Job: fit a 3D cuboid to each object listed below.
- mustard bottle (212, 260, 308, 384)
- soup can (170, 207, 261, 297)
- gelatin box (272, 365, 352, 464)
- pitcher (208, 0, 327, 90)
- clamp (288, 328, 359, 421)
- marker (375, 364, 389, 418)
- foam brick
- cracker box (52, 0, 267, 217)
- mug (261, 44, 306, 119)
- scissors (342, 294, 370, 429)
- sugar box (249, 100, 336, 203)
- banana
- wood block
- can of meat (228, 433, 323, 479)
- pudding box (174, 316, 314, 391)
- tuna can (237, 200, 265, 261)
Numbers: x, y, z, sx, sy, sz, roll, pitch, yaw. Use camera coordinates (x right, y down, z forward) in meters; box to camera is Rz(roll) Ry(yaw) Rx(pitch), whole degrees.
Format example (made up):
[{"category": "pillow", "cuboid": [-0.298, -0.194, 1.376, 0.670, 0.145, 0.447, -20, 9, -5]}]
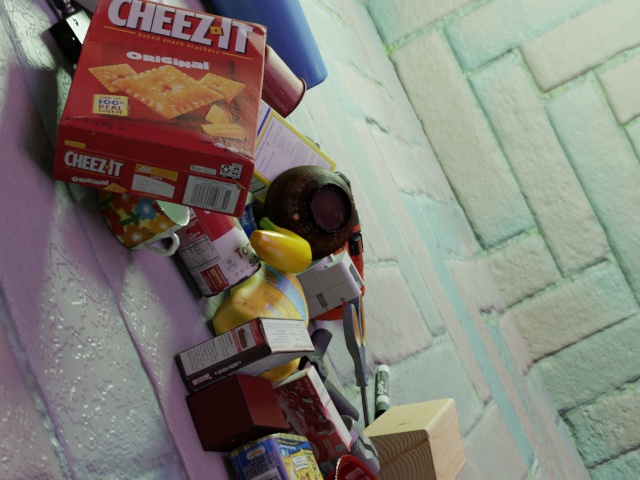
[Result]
[{"category": "mustard bottle", "cuboid": [-0.056, 0.071, 1.127, 0.096, 0.058, 0.191, 45, 18, -10]}, {"category": "soup can", "cuboid": [-0.111, -0.003, 1.052, 0.102, 0.068, 0.068, 61, 15, -11]}, {"category": "gelatin box", "cuboid": [-0.021, 0.177, 1.038, 0.089, 0.073, 0.030, 62, 16, -7]}, {"category": "pitcher", "cuboid": [-0.088, -0.332, 1.612, 0.243, 0.145, 0.149, 65, 26, -10]}, {"category": "clamp", "cuboid": [-0.007, 0.157, 1.192, 0.120, 0.039, 0.171, 62, 20, 13]}, {"category": "marker", "cuboid": [0.085, 0.208, 1.455, 0.020, 0.020, 0.121, 58, 15, -19]}, {"category": "foam brick", "cuboid": [-0.072, 0.153, 0.944, 0.078, 0.053, 0.051, 28, 38, -65]}, {"category": "cracker box", "cuboid": [-0.136, -0.128, 0.952, 0.213, 0.164, 0.072, -89, -166, -46]}, {"category": "mug", "cuboid": [-0.087, -0.223, 1.501, 0.081, 0.093, 0.117, 46, -9, -36]}, {"category": "scissors", "cuboid": [0.046, 0.159, 1.283, 0.096, 0.016, 0.202, 30, 55, -75]}, {"category": "sugar box", "cuboid": [-0.069, -0.104, 1.267, 0.176, 0.048, 0.093, 38, 56, -22]}, {"category": "banana", "cuboid": [-0.041, 0.009, 1.116, 0.069, 0.037, 0.198, 26, 2, -3]}, {"category": "wood block", "cuboid": [0.112, 0.256, 1.291, 0.206, 0.091, 0.090, -5, 84, -74]}, {"category": "can of meat", "cuboid": [-0.032, 0.222, 0.955, 0.084, 0.057, 0.102, 67, 14, 21]}, {"category": "pudding box", "cuboid": [-0.066, 0.103, 0.976, 0.039, 0.090, 0.113, 67, 15, 11]}, {"category": "tuna can", "cuboid": [-0.072, -0.002, 1.248, 0.086, 0.034, 0.086, 56, 16, -26]}]
